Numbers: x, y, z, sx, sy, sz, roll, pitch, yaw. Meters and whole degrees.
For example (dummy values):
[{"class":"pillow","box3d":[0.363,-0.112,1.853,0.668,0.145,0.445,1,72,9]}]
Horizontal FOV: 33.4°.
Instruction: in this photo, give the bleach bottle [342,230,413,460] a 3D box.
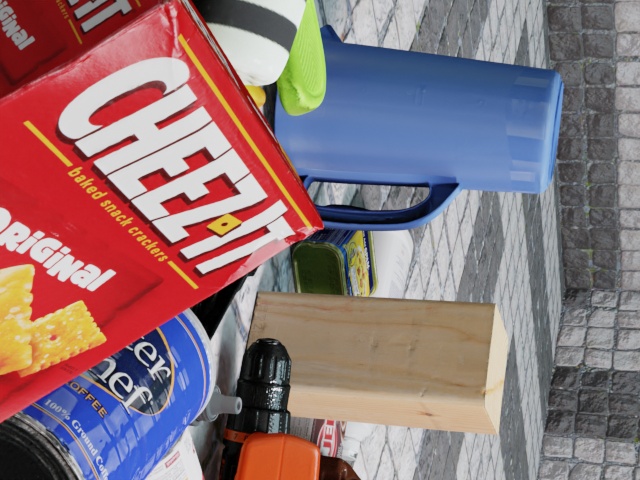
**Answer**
[{"class":"bleach bottle","box3d":[0.043,0.103,1.126,0.102,0.068,0.251,53,44,-61]}]

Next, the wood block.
[{"class":"wood block","box3d":[0.048,0.104,0.912,0.090,0.206,0.090,57,39,-60]}]

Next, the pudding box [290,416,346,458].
[{"class":"pudding box","box3d":[-0.002,0.160,1.029,0.090,0.039,0.113,46,48,-64]}]

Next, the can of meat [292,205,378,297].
[{"class":"can of meat","box3d":[0.014,0.029,1.038,0.083,0.057,0.102,-51,139,-57]}]

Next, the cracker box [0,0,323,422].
[{"class":"cracker box","box3d":[-0.122,-0.005,0.400,0.072,0.214,0.164,61,3,30]}]

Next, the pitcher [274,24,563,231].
[{"class":"pitcher","box3d":[0.085,-0.096,0.947,0.144,0.243,0.149,-61,154,-56]}]

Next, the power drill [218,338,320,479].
[{"class":"power drill","box3d":[-0.041,0.166,0.778,0.188,0.057,0.184,160,-64,-82]}]

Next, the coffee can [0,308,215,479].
[{"class":"coffee can","box3d":[-0.128,0.091,0.551,0.140,0.103,0.103,-50,138,-61]}]
